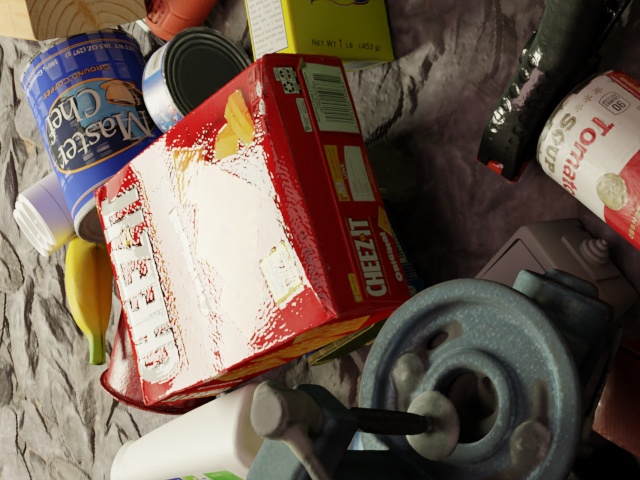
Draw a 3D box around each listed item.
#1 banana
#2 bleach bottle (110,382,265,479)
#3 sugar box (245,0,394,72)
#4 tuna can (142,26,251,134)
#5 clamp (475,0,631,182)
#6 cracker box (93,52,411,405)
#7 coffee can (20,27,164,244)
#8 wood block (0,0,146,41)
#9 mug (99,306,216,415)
[{"bbox_3d":[-0.193,0.030,0.880,0.198,0.037,0.070,-121,41,-66],"label":"banana"},{"bbox_3d":[-0.086,0.175,0.818,0.251,0.102,0.068,-30,39,50],"label":"bleach bottle"},{"bbox_3d":[-0.009,-0.198,0.684,0.048,0.093,0.176,-9,89,45],"label":"sugar box"},{"bbox_3d":[-0.086,-0.110,0.779,0.034,0.085,0.086,-22,79,46],"label":"tuna can"},{"bbox_3d":[0.123,-0.096,0.552,0.039,0.120,0.172,38,125,20],"label":"clamp"},{"bbox_3d":[-0.054,0.001,0.685,0.214,0.071,0.164,-29,71,45],"label":"cracker box"},{"bbox_3d":[-0.168,-0.083,0.853,0.103,0.102,0.140,-40,67,41],"label":"coffee can"},{"bbox_3d":[-0.226,-0.216,0.858,0.206,0.090,0.091,22,127,58],"label":"wood block"},{"bbox_3d":[-0.116,0.083,0.823,0.117,0.093,0.081,-130,51,-68],"label":"mug"}]
